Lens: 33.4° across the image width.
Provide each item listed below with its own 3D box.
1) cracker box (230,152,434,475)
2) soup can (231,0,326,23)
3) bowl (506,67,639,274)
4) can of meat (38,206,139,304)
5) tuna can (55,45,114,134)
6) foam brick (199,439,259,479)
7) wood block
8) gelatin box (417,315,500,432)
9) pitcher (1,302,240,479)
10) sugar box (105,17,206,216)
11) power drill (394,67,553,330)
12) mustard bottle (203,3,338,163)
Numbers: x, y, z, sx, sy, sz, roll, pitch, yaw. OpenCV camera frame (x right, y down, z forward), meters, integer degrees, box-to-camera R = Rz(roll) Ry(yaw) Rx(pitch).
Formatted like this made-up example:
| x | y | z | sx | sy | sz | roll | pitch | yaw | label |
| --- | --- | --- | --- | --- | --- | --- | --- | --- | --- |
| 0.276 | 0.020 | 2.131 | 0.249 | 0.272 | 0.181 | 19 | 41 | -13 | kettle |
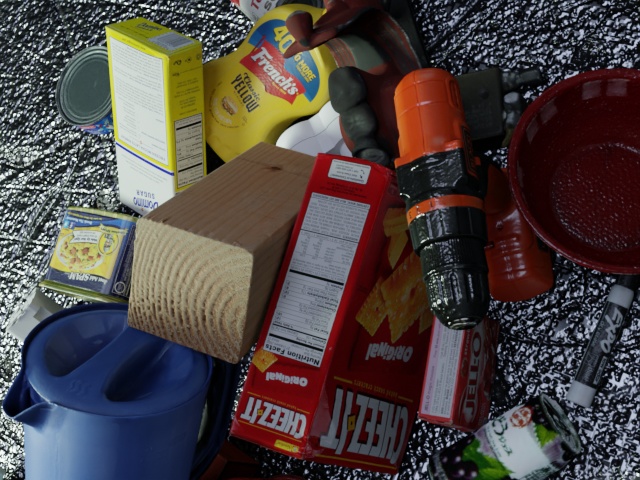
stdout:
| x | y | z | sx | sy | sz | roll | pitch | yaw | label |
| --- | --- | --- | --- | --- | --- | --- | --- | --- | --- |
| 0.032 | 0.061 | 0.806 | 0.072 | 0.164 | 0.213 | 13 | 82 | 32 | cracker box |
| -0.049 | -0.235 | 0.989 | 0.068 | 0.068 | 0.102 | -48 | 60 | 9 | soup can |
| 0.216 | -0.043 | 0.778 | 0.162 | 0.055 | 0.162 | -2 | 69 | 5 | bowl |
| -0.207 | 0.017 | 1.014 | 0.102 | 0.057 | 0.084 | 10 | 80 | 31 | can of meat |
| -0.225 | -0.151 | 1.082 | 0.086 | 0.033 | 0.086 | -8 | 72 | 27 | tuna can |
| -0.103 | 0.192 | 0.909 | 0.078 | 0.052 | 0.051 | 28 | 91 | 32 | foam brick |
| -0.055 | 0.000 | 0.822 | 0.091 | 0.205 | 0.090 | 17 | 115 | 15 | wood block |
| 0.107 | 0.098 | 0.807 | 0.030 | 0.073 | 0.089 | 4 | 78 | 30 | gelatin box |
| -0.151 | 0.175 | 0.806 | 0.149 | 0.145 | 0.243 | 11 | 120 | -1 | pitcher |
| -0.145 | -0.102 | 0.960 | 0.093 | 0.048 | 0.176 | 30 | 133 | 38 | sugar box |
| 0.114 | -0.012 | 0.767 | 0.057 | 0.187 | 0.184 | -14 | 69 | 23 | power drill |
| -0.030 | -0.149 | 0.932 | 0.192 | 0.058 | 0.096 | -33 | 86 | 31 | mustard bottle |
